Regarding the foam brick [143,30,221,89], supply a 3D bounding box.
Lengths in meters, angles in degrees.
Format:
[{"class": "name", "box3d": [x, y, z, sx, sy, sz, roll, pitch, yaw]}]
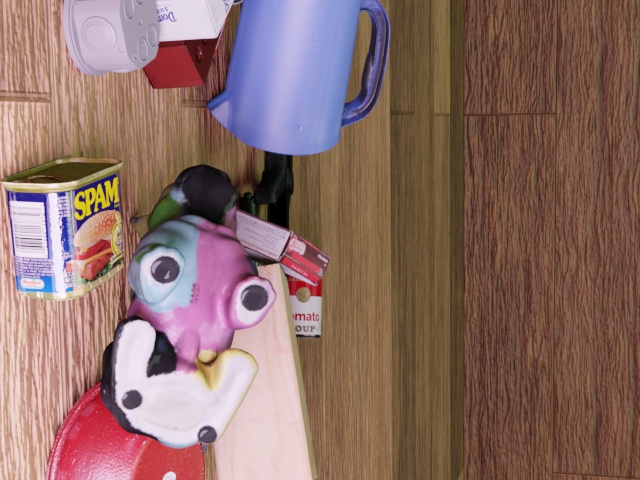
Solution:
[{"class": "foam brick", "box3d": [-0.128, -0.184, 0.966, 0.053, 0.051, 0.078, 69, 27, -53]}]

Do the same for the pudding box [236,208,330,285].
[{"class": "pudding box", "box3d": [-0.057, 0.001, 1.090, 0.090, 0.114, 0.039, 37, 76, -58]}]

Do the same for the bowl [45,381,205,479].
[{"class": "bowl", "box3d": [-0.141, 0.189, 0.850, 0.161, 0.055, 0.162, -2, 93, -57]}]

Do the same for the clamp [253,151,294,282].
[{"class": "clamp", "box3d": [-0.051, -0.069, 1.235, 0.164, 0.036, 0.210, 84, 7, -57]}]

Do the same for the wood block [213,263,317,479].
[{"class": "wood block", "box3d": [-0.064, 0.136, 1.041, 0.091, 0.090, 0.206, 77, 4, -79]}]

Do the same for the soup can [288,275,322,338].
[{"class": "soup can", "box3d": [-0.031, 0.067, 1.300, 0.068, 0.068, 0.102, 19, 73, -74]}]

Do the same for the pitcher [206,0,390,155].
[{"class": "pitcher", "box3d": [-0.012, -0.219, 1.081, 0.149, 0.145, 0.243, -43, 152, -54]}]

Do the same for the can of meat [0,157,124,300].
[{"class": "can of meat", "box3d": [-0.183, -0.010, 0.772, 0.102, 0.057, 0.084, -43, 134, -69]}]

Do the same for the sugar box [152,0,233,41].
[{"class": "sugar box", "box3d": [-0.114, -0.242, 0.935, 0.176, 0.093, 0.048, -74, 157, -44]}]
